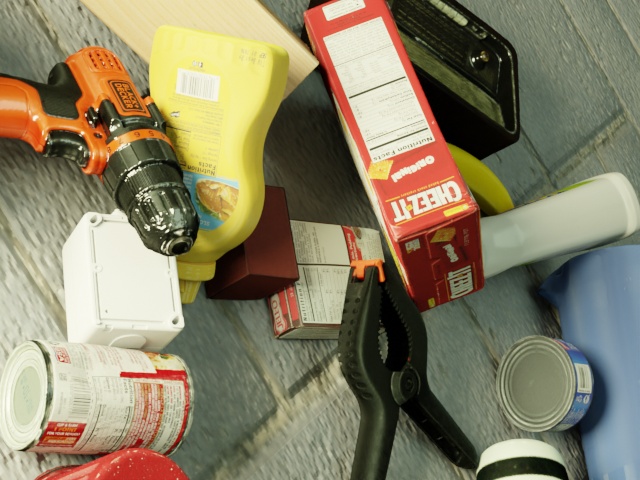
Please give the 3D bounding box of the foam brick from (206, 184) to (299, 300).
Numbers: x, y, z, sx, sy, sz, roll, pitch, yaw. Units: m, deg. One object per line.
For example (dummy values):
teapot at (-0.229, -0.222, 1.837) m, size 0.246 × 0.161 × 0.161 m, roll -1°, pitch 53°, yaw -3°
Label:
foam brick at (-0.055, 0.001, 0.805) m, size 0.051 × 0.053 × 0.078 m, roll 8°, pitch 64°, yaw -41°

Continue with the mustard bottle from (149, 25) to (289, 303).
mustard bottle at (-0.083, -0.049, 0.750) m, size 0.058 × 0.096 × 0.192 m, roll -16°, pitch 118°, yaw -67°

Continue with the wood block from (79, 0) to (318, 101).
wood block at (-0.108, -0.180, 0.801) m, size 0.206 × 0.091 × 0.090 m, roll 42°, pitch 9°, yaw -19°

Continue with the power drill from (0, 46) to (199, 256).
power drill at (-0.180, -0.059, 0.668) m, size 0.187 × 0.057 × 0.184 m, roll 1°, pitch 43°, yaw -38°

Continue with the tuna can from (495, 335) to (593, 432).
tuna can at (0.202, 0.130, 0.961) m, size 0.033 × 0.086 × 0.086 m, roll 12°, pitch 62°, yaw -41°

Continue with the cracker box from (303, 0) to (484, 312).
cracker box at (0.063, -0.070, 0.859) m, size 0.164 × 0.072 × 0.214 m, roll 64°, pitch 5°, yaw -65°

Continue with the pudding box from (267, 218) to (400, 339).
pudding box at (0.007, 0.033, 0.860) m, size 0.113 × 0.039 × 0.090 m, roll 5°, pitch 68°, yaw -40°

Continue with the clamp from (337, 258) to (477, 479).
clamp at (0.051, 0.120, 0.828) m, size 0.164 × 0.036 × 0.210 m, roll -30°, pitch 108°, yaw -47°

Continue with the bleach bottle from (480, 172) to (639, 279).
bleach bottle at (0.186, -0.004, 0.992) m, size 0.250 × 0.103 × 0.068 m, roll -15°, pitch 84°, yaw -40°

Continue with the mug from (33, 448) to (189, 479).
mug at (-0.133, 0.165, 0.623) m, size 0.117 × 0.082 × 0.093 m, roll 30°, pitch 51°, yaw -30°

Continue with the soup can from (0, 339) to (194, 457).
soup can at (-0.139, 0.100, 0.662) m, size 0.102 × 0.069 × 0.068 m, roll 12°, pitch 61°, yaw -39°

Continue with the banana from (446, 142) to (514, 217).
banana at (0.119, -0.060, 1.021) m, size 0.197 × 0.037 × 0.069 m, roll 8°, pitch 86°, yaw -39°
